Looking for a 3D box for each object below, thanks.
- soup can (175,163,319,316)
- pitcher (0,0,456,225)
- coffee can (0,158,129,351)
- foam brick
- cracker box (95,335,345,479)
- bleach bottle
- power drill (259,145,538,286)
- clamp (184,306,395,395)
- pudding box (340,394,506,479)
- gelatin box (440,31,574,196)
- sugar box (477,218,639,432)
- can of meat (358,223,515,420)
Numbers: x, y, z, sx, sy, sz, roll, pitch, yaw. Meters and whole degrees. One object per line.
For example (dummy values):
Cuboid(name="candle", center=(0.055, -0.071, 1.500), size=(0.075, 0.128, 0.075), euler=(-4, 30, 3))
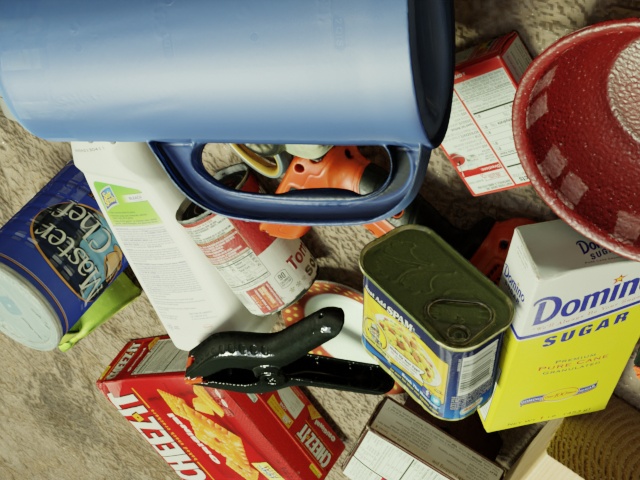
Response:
Cuboid(name="soup can", center=(-0.055, 0.001, 0.826), size=(0.069, 0.068, 0.102), euler=(-11, 123, 47))
Cuboid(name="pitcher", center=(-0.050, -0.102, 0.582), size=(0.243, 0.149, 0.145), euler=(-1, 139, 17))
Cuboid(name="coffee can", center=(-0.222, 0.010, 0.917), size=(0.103, 0.140, 0.103), euler=(23, 142, 19))
Cuboid(name="foam brick", center=(0.106, 0.159, 0.878), size=(0.053, 0.051, 0.078), euler=(-2, 129, 42))
Cuboid(name="cracker box", center=(-0.104, 0.172, 1.056), size=(0.214, 0.072, 0.164), euler=(-12, 121, 48))
Cuboid(name="bleach bottle", center=(-0.127, -0.023, 0.868), size=(0.103, 0.068, 0.251), euler=(-5, 124, 33))
Cuboid(name="power drill", center=(0.052, 0.010, 0.756), size=(0.187, 0.057, 0.185), euler=(32, 141, 2))
Cuboid(name="clamp", center=(-0.035, 0.090, 0.844), size=(0.172, 0.039, 0.120), euler=(-5, 140, 15))
Cuboid(name="pudding box", center=(0.080, 0.183, 0.850), size=(0.113, 0.039, 0.090), euler=(30, 142, 6))
Cuboid(name="gelatin box", center=(0.105, -0.073, 0.639), size=(0.073, 0.030, 0.089), euler=(-13, 121, 46))
Cuboid(name="sugar box", center=(0.157, 0.055, 0.685), size=(0.093, 0.048, 0.176), euler=(-10, 144, -11))
Cuboid(name="can of meat", center=(0.070, 0.054, 0.676), size=(0.102, 0.057, 0.084), euler=(43, 151, 33))
